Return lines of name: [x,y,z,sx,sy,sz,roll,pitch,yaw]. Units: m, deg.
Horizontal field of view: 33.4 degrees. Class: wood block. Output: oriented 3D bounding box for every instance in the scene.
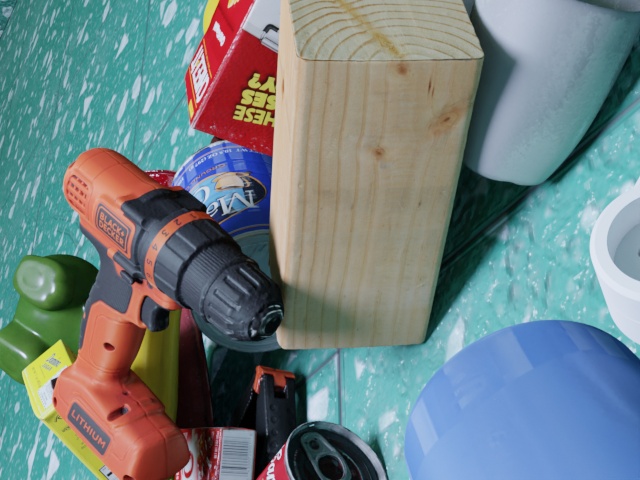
wood block: [0.021,-0.040,0.591,0.091,0.090,0.206,-98,10,-45]

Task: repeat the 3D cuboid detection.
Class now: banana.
banana: [-0.111,0.071,0.746,0.070,0.037,0.198,35,128,48]

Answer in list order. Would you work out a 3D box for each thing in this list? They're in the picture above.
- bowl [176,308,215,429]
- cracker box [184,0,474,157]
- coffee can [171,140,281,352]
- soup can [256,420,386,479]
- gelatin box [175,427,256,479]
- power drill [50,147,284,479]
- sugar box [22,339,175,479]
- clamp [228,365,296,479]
bowl: [-0.124,0.095,0.857,0.162,0.055,0.162,171,90,-80]
cracker box: [0.037,-0.142,0.628,0.214,0.164,0.072,-58,27,28]
coffee can: [-0.055,0.001,0.799,0.103,0.102,0.140,-61,27,24]
soup can: [-0.013,0.166,0.647,0.102,0.068,0.068,-55,30,35]
gelatin box: [-0.075,0.173,0.727,0.073,0.030,0.089,-18,65,58]
power drill: [-0.102,0.058,0.659,0.185,0.057,0.188,38,124,35]
sugar box: [-0.151,0.162,0.818,0.048,0.176,0.093,-42,26,-6]
clamp: [-0.046,0.178,0.746,0.120,0.039,0.171,25,102,57]
